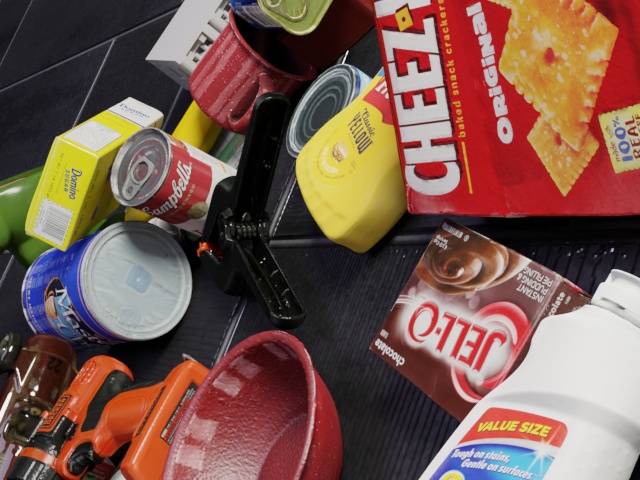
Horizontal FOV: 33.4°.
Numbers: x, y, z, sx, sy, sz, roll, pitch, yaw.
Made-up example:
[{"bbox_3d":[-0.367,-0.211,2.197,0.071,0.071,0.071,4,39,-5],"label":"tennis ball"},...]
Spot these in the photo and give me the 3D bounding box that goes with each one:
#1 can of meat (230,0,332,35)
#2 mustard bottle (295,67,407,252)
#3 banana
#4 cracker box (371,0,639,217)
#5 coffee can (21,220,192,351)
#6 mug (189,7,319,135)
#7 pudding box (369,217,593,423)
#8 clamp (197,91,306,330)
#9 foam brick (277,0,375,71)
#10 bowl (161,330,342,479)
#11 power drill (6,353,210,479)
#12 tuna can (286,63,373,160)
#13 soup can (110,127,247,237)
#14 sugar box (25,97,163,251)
[{"bbox_3d":[-0.023,-0.218,0.860,0.102,0.057,0.084,-60,26,-2],"label":"can of meat"},{"bbox_3d":[0.066,-0.085,0.708,0.192,0.058,0.096,-44,41,25],"label":"mustard bottle"},{"bbox_3d":[-0.135,-0.082,1.010,0.198,0.037,0.070,-53,30,13],"label":"banana"},{"bbox_3d":[0.117,-0.097,0.545,0.214,0.072,0.164,2,105,57],"label":"cracker box"},{"bbox_3d":[-0.193,0.044,0.956,0.141,0.102,0.102,-15,52,53],"label":"coffee can"},{"bbox_3d":[-0.061,-0.138,0.926,0.082,0.093,0.117,-47,33,32],"label":"mug"},{"bbox_3d":[0.085,0.047,0.580,0.090,0.039,0.114,-60,29,2],"label":"pudding box"},{"bbox_3d":[-0.055,0.001,0.807,0.210,0.036,0.164,140,126,-65],"label":"clamp"},{"bbox_3d":[0.008,-0.195,0.905,0.078,0.051,0.053,-36,36,36],"label":"foam brick"},{"bbox_3d":[-0.036,0.141,0.670,0.162,0.055,0.162,-38,36,34],"label":"bowl"},{"bbox_3d":[-0.164,0.160,0.807,0.188,0.057,0.184,-12,40,44],"label":"power drill"},{"bbox_3d":[0.012,-0.093,0.826,0.086,0.033,0.086,-38,36,34],"label":"tuna can"},{"bbox_3d":[-0.116,-0.045,0.898,0.069,0.102,0.068,-15,64,34],"label":"soup can"},{"bbox_3d":[-0.195,-0.063,0.943,0.093,0.048,0.176,-65,-3,21],"label":"sugar box"}]
